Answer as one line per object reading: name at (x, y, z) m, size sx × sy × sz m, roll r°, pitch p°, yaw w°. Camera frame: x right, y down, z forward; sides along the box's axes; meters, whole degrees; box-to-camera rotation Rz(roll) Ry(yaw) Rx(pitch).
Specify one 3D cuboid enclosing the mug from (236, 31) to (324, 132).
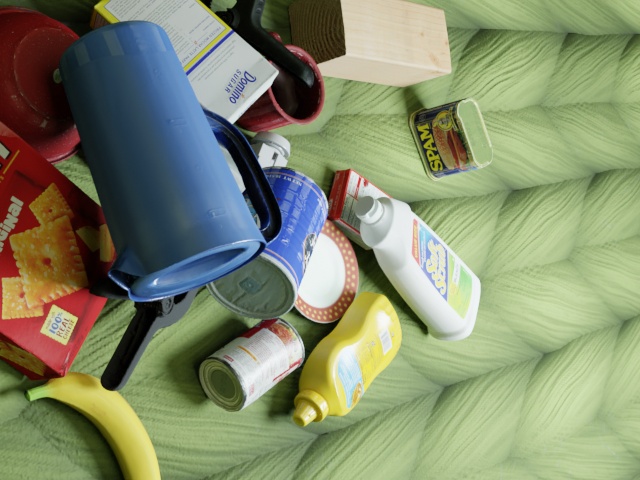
mug at (-0.058, -0.183, 1.240) m, size 0.093 × 0.082 × 0.117 m, roll -16°, pitch 94°, yaw -46°

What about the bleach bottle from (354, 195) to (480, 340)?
bleach bottle at (0.118, 0.029, 1.360) m, size 0.250 × 0.068 × 0.102 m, roll 43°, pitch 53°, yaw -42°

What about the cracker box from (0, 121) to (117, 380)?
cracker box at (-0.289, 0.003, 0.978) m, size 0.213 × 0.072 × 0.164 m, roll 44°, pitch 54°, yaw -30°

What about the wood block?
wood block at (0.067, -0.259, 1.375) m, size 0.205 × 0.091 × 0.090 m, roll -1°, pitch 83°, yaw -45°

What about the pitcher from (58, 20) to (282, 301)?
pitcher at (-0.144, -0.076, 0.990) m, size 0.149 × 0.145 × 0.243 m, roll 30°, pitch 37°, yaw -76°

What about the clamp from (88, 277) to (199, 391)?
clamp at (-0.168, 0.070, 1.051) m, size 0.171 × 0.039 × 0.120 m, roll -30°, pitch 136°, yaw -55°

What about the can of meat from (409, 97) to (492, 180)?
can of meat at (0.182, -0.141, 1.472) m, size 0.057 × 0.084 × 0.102 m, roll -30°, pitch 104°, yaw -44°

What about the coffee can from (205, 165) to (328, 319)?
coffee can at (-0.058, 0.001, 1.170) m, size 0.102 × 0.103 × 0.140 m, roll 50°, pitch 39°, yaw -27°

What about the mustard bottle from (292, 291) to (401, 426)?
mustard bottle at (0.026, 0.152, 1.273) m, size 0.191 × 0.058 × 0.096 m, roll -47°, pitch 135°, yaw -39°

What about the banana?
banana at (-0.208, 0.193, 1.051) m, size 0.069 × 0.037 × 0.197 m, roll -46°, pitch 114°, yaw -21°

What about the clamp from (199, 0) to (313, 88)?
clamp at (-0.111, -0.231, 1.192) m, size 0.036 × 0.164 × 0.210 m, roll 51°, pitch 19°, yaw -68°

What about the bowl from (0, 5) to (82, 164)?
bowl at (-0.271, -0.156, 1.040) m, size 0.161 × 0.055 × 0.162 m, roll 10°, pitch 75°, yaw -44°

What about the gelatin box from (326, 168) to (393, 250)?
gelatin box at (0.048, -0.039, 1.356) m, size 0.089 × 0.030 × 0.073 m, roll 32°, pitch 62°, yaw -37°

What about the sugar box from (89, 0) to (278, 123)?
sugar box at (-0.140, -0.196, 1.094) m, size 0.176 × 0.048 × 0.093 m, roll 44°, pitch 64°, yaw -3°

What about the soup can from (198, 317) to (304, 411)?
soup can at (-0.075, 0.135, 1.170) m, size 0.102 × 0.069 × 0.068 m, roll -33°, pitch 105°, yaw -43°
